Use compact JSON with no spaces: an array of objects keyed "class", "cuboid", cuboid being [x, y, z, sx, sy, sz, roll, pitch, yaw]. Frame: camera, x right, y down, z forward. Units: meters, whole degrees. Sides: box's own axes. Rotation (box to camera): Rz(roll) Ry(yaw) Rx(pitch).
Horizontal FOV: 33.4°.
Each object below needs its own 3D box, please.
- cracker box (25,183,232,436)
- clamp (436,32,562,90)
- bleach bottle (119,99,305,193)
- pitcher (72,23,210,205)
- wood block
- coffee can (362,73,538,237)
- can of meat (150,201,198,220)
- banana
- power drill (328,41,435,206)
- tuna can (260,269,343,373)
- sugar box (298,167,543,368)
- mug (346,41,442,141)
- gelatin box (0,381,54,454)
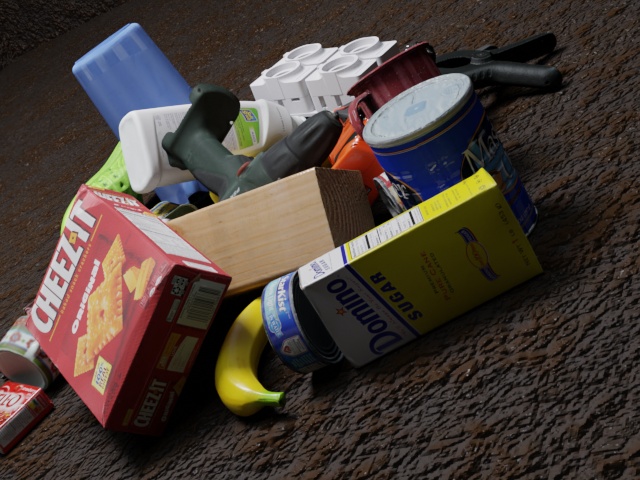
[{"class":"cracker box","cuboid":[-0.190,0.060,1.010,0.214,0.072,0.164,34,103,48]},{"class":"clamp","cuboid":[0.188,-0.188,1.188,0.171,0.039,0.120,-13,24,6]},{"class":"bleach bottle","cuboid":[-0.124,-0.125,1.358,0.250,0.102,0.068,-10,-8,-33]},{"class":"pitcher","cuboid":[-0.215,-0.166,1.429,0.144,0.242,0.149,-45,19,-29]},{"class":"wood block","cuboid":[-0.057,0.002,1.052,0.206,0.090,0.090,-18,-7,30]},{"class":"coffee can","cuboid":[0.114,-0.059,0.930,0.103,0.140,0.103,-27,23,12]},{"class":"can of meat","cuboid":[-0.199,-0.004,1.321,0.102,0.057,0.084,-39,22,-17]},{"class":"banana","cuboid":[-0.060,0.103,0.965,0.069,0.037,0.198,-10,27,5]},{"class":"power drill","cuboid":[0.056,-0.110,1.140,0.185,0.057,0.187,-54,8,35]},{"class":"tuna can","cuboid":[-0.014,0.069,0.907,0.034,0.086,0.086,-24,24,23]},{"class":"sugar box","cuboid":[0.080,0.025,0.868,0.176,0.093,0.048,-30,23,7]},{"class":"mug","cuboid":[0.077,-0.127,1.022,0.117,0.081,0.093,-31,-1,-36]},{"class":"gelatin box","cuboid":[-0.337,0.188,1.145,0.089,0.030,0.073,0,39,51]}]
